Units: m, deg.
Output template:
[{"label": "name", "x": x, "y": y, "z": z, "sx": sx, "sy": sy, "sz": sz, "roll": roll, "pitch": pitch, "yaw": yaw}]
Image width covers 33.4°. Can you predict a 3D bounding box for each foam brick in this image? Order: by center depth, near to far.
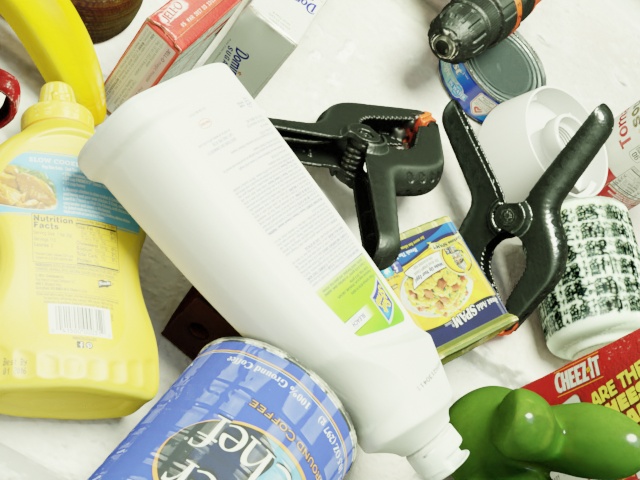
[{"label": "foam brick", "x": -0.041, "y": 0.050, "z": 0.615, "sx": 0.078, "sy": 0.053, "sz": 0.051, "roll": 40, "pitch": 49, "yaw": -7}]

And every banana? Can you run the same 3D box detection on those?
[{"label": "banana", "x": -0.191, "y": -0.151, "z": 0.622, "sx": 0.197, "sy": 0.070, "sz": 0.037, "roll": 41, "pitch": 46, "yaw": -6}]

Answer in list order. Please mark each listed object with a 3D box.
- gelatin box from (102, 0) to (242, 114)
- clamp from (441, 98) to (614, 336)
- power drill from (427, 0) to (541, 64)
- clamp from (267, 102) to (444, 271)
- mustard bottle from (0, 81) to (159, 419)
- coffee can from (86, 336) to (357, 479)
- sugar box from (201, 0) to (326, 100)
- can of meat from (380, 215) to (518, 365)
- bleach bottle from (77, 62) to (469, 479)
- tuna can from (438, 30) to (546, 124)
[{"label": "gelatin box", "x": -0.093, "y": -0.119, "z": 0.654, "sx": 0.030, "sy": 0.089, "sz": 0.073, "roll": 43, "pitch": 49, "yaw": -5}, {"label": "clamp", "x": 0.143, "y": -0.020, "z": 0.736, "sx": 0.039, "sy": 0.120, "sz": 0.171, "roll": 7, "pitch": 80, "yaw": -58}, {"label": "power drill", "x": 0.082, "y": -0.223, "z": 0.827, "sx": 0.188, "sy": 0.057, "sz": 0.184, "roll": 40, "pitch": 44, "yaw": 7}, {"label": "clamp", "x": 0.014, "y": -0.059, "z": 0.705, "sx": 0.165, "sy": 0.036, "sz": 0.209, "roll": 31, "pitch": 30, "yaw": 14}, {"label": "mustard bottle", "x": -0.141, "y": -0.003, "z": 0.576, "sx": 0.096, "sy": 0.058, "sz": 0.191, "roll": 9, "pitch": 60, "yaw": -31}, {"label": "coffee can", "x": -0.059, "y": 0.130, "z": 0.523, "sx": 0.103, "sy": 0.103, "sz": 0.140, "roll": 45, "pitch": 49, "yaw": -4}, {"label": "sugar box", "x": -0.020, "y": -0.169, "z": 0.730, "sx": 0.048, "sy": 0.093, "sz": 0.176, "roll": 38, "pitch": 49, "yaw": -9}, {"label": "can of meat", "x": 0.065, "y": 0.039, "z": 0.690, "sx": 0.101, "sy": 0.058, "sz": 0.084, "roll": -21, "pitch": 75, "yaw": -39}, {"label": "bleach bottle", "x": -0.013, "y": 0.027, "z": 0.567, "sx": 0.251, "sy": 0.068, "sz": 0.102, "roll": 52, "pitch": 38, "yaw": 1}, {"label": "tuna can", "x": 0.137, "y": -0.134, "z": 0.853, "sx": 0.086, "sy": 0.034, "sz": 0.086, "roll": 16, "pitch": 56, "yaw": -26}]
